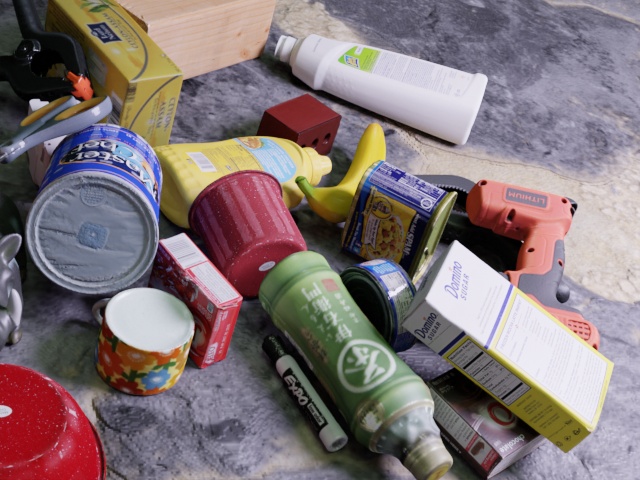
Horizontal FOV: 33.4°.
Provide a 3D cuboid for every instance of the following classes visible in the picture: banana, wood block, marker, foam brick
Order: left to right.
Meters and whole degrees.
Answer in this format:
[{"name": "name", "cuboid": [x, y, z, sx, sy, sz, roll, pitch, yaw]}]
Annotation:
[{"name": "wood block", "cuboid": [-0.157, -0.249, 1.223, 0.091, 0.090, 0.205, 38, 41, 24]}, {"name": "foam brick", "cuboid": [-0.025, -0.116, 1.147, 0.051, 0.053, 0.078, 37, 41, 21]}, {"name": "marker", "cuboid": [-0.015, 0.122, 0.880, 0.020, 0.020, 0.121, -9, 46, -33]}, {"name": "banana", "cuboid": [0.033, -0.064, 1.101, 0.037, 0.069, 0.197, -2, 20, 25]}]

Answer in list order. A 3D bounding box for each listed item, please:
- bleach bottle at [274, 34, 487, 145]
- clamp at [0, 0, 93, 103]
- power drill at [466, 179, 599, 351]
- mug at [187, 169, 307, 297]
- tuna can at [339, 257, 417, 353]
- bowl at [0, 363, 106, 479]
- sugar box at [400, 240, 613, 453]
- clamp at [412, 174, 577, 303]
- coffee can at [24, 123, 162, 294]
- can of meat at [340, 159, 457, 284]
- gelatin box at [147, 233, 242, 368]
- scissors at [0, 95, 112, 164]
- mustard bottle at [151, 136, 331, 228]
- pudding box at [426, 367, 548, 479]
[{"name": "bleach bottle", "cuboid": [0.069, -0.196, 1.283, 0.251, 0.068, 0.102, 20, 37, 4]}, {"name": "clamp", "cuboid": [-0.286, -0.190, 1.065, 0.172, 0.039, 0.120, 21, 79, 24]}, {"name": "power drill", "cuboid": [0.174, 0.030, 1.028, 0.184, 0.057, 0.187, 13, 52, -4]}, {"name": "mug", "cuboid": [-0.056, 0.001, 0.969, 0.117, 0.093, 0.081, 34, 22, -51]}, {"name": "tuna can", "cuboid": [0.048, 0.060, 0.932, 0.033, 0.086, 0.086, -14, 48, -34]}, {"name": "bowl", "cuboid": [-0.225, 0.137, 0.738, 0.162, 0.055, 0.162, 13, 37, -10]}, {"name": "sugar box", "cuboid": [0.157, 0.087, 0.892, 0.176, 0.048, 0.093, 37, 40, 0]}, {"name": "clamp", "cuboid": [0.177, -0.015, 1.126, 0.210, 0.036, 0.164, 16, 40, -5]}, {"name": "coffee can", "cuboid": [-0.186, -0.030, 0.895, 0.102, 0.103, 0.140, 11, 20, -11]}, {"name": "can of meat", "cuboid": [0.073, -0.018, 1.030, 0.084, 0.102, 0.057, 28, 38, 13]}, {"name": "gelatin box", "cuboid": [-0.107, 0.050, 0.885, 0.030, 0.073, 0.089, -19, 52, -39]}, {"name": "scissors", "cuboid": [-0.244, -0.081, 0.901, 0.096, 0.016, 0.201, -10, 26, 20]}, {"name": "mustard bottle", "cuboid": [-0.070, -0.064, 1.056, 0.191, 0.058, 0.096, -11, 42, -34]}, {"name": "pudding box", "cuboid": [0.149, 0.143, 0.912, 0.113, 0.039, 0.090, -22, 55, -41]}]
